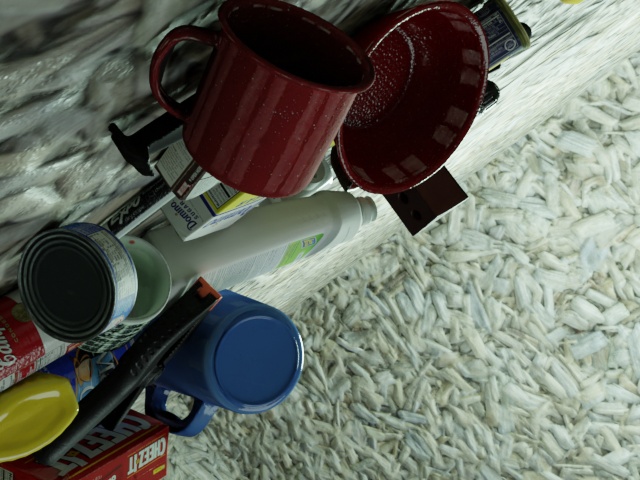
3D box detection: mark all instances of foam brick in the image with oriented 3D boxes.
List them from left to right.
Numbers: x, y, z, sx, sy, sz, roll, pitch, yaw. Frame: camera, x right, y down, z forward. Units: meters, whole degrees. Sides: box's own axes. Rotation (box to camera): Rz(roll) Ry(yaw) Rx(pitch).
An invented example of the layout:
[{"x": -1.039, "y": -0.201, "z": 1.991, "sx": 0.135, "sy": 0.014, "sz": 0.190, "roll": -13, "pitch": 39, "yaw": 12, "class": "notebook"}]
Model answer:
[{"x": 0.100, "y": -0.054, "z": 1.091, "sx": 0.051, "sy": 0.078, "sz": 0.053, "roll": -33, "pitch": 175, "yaw": -34, "class": "foam brick"}]

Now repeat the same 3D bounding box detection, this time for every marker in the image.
[{"x": -0.152, "y": -0.020, "z": 0.858, "sx": 0.121, "sy": 0.020, "sz": 0.020, "roll": -36, "pitch": 174, "yaw": 14, "class": "marker"}]

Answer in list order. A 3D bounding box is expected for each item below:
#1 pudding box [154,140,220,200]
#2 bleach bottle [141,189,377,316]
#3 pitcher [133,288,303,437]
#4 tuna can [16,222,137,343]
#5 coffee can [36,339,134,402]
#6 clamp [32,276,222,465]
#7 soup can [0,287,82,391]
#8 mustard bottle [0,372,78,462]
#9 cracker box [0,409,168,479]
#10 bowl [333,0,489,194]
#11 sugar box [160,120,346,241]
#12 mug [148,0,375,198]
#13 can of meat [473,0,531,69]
[{"x": -0.058, "y": -0.082, "z": 0.793, "sx": 0.113, "sy": 0.039, "sz": 0.090, "roll": -33, "pitch": 174, "yaw": -36, "class": "pudding box"}, {"x": -0.057, "y": 0.001, "z": 1.066, "sx": 0.250, "sy": 0.068, "sz": 0.103, "roll": -16, "pitch": 162, "yaw": -28, "class": "bleach bottle"}, {"x": -0.119, "y": 0.118, "z": 1.120, "sx": 0.144, "sy": 0.149, "sz": 0.243, "roll": -30, "pitch": -164, "yaw": -23, "class": "pitcher"}, {"x": -0.178, "y": 0.030, "z": 0.785, "sx": 0.086, "sy": 0.086, "sz": 0.033, "roll": -38, "pitch": 176, "yaw": 26, "class": "tuna can"}, {"x": -0.265, "y": 0.133, "z": 1.064, "sx": 0.103, "sy": 0.103, "sz": 0.140, "roll": -38, "pitch": 173, "yaw": 32, "class": "coffee can"}, {"x": -0.171, "y": 0.120, "z": 0.979, "sx": 0.210, "sy": 0.036, "sz": 0.164, "roll": -48, "pitch": 175, "yaw": 15, "class": "clamp"}, {"x": -0.244, "y": 0.075, "z": 0.870, "sx": 0.102, "sy": 0.068, "sz": 0.069, "roll": -31, "pitch": 174, "yaw": -36, "class": "soup can"}, {"x": -0.297, "y": 0.143, "z": 0.938, "sx": 0.096, "sy": 0.058, "sz": 0.192, "roll": -29, "pitch": -160, "yaw": -35, "class": "mustard bottle"}, {"x": -0.290, "y": 0.210, "z": 1.103, "sx": 0.163, "sy": 0.214, "sz": 0.072, "roll": -26, "pitch": 126, "yaw": -56, "class": "cracker box"}, {"x": 0.059, "y": -0.120, "z": 0.845, "sx": 0.161, "sy": 0.055, "sz": 0.162, "roll": -25, "pitch": 133, "yaw": -31, "class": "bowl"}, {"x": -0.049, "y": -0.067, "z": 0.928, "sx": 0.176, "sy": 0.048, "sz": 0.093, "roll": -39, "pitch": 173, "yaw": 26, "class": "sugar box"}, {"x": -0.039, "y": -0.081, "z": 0.596, "sx": 0.093, "sy": 0.117, "sz": 0.082, "roll": -101, "pitch": -147, "yaw": -51, "class": "mug"}, {"x": 0.139, "y": -0.178, "z": 0.990, "sx": 0.084, "sy": 0.057, "sz": 0.102, "roll": -33, "pitch": -175, "yaw": 4, "class": "can of meat"}]
